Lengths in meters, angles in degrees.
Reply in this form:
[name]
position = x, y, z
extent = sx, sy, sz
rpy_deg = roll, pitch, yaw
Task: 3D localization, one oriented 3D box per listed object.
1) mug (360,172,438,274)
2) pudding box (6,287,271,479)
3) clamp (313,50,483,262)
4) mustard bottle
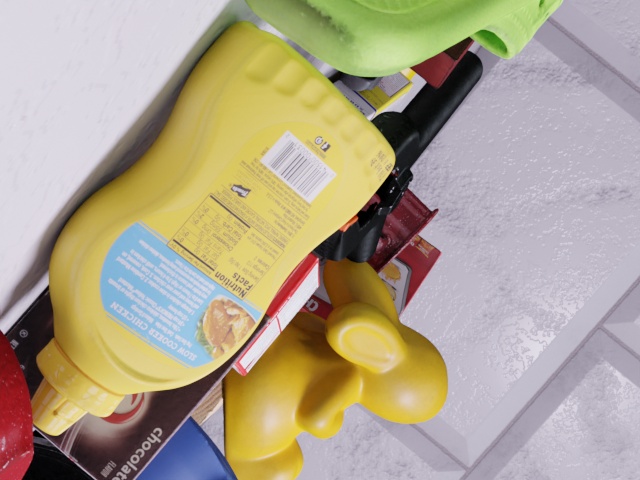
[mug]
position = 0.033, -0.019, 0.860
extent = 0.093, 0.081, 0.117
rpy_deg = -45, 179, 15
[pudding box]
position = -0.093, 0.052, 0.515
extent = 0.113, 0.090, 0.039
rpy_deg = -50, 178, -10
[clamp]
position = 0.031, -0.030, 0.648
extent = 0.165, 0.036, 0.209
rpy_deg = -62, 170, 26
[mustard bottle]
position = -0.059, 0.006, 0.462
extent = 0.191, 0.096, 0.058
rpy_deg = -50, -142, 0
